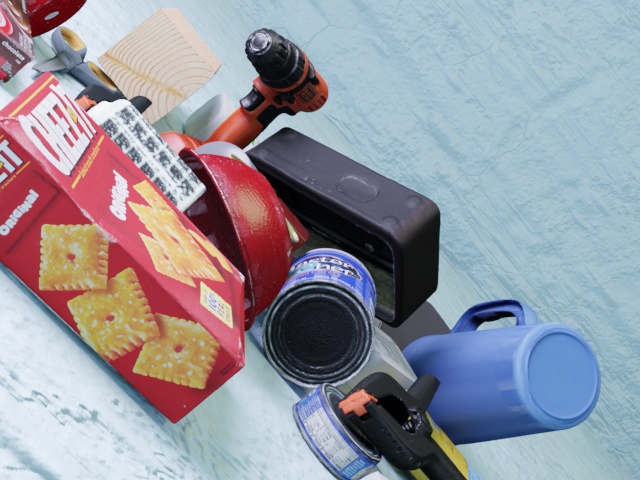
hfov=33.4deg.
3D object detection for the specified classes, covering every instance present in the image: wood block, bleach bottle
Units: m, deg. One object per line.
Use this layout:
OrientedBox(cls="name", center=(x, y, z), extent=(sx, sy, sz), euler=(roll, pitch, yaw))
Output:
OrientedBox(cls="wood block", center=(-0.176, -0.200, 1.205), extent=(0.091, 0.090, 0.206), euler=(52, 5, -12))
OrientedBox(cls="bleach bottle", center=(-0.067, -0.065, 1.347), extent=(0.250, 0.068, 0.102), euler=(50, 9, -23))

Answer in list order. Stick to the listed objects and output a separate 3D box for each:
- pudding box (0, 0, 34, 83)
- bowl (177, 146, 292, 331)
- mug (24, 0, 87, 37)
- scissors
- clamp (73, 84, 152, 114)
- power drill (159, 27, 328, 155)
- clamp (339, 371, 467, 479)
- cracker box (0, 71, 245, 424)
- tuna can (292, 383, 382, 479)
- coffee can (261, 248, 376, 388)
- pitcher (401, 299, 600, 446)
OrientedBox(cls="pudding box", center=(-0.280, -0.190, 0.866), extent=(0.090, 0.039, 0.113), euler=(43, 12, -38))
OrientedBox(cls="bowl", center=(-0.067, -0.008, 0.898), extent=(0.162, 0.055, 0.162), euler=(54, -25, 40))
OrientedBox(cls="mug", center=(-0.265, -0.241, 0.967), extent=(0.081, 0.093, 0.117), euler=(56, -8, 1))
OrientedBox(cls="scissors", center=(-0.236, -0.160, 1.039), extent=(0.096, 0.016, 0.202), euler=(47, 10, -24))
OrientedBox(cls="clamp", center=(-0.187, -0.112, 1.014), extent=(0.120, 0.039, 0.171), euler=(55, 10, 28))
OrientedBox(cls="power drill", center=(-0.087, -0.137, 1.137), extent=(0.057, 0.188, 0.184), euler=(56, 9, 19))
OrientedBox(cls="clamp", center=(0.082, 0.167, 0.989), extent=(0.209, 0.036, 0.164), euler=(38, 25, -44))
OrientedBox(cls="cracker box", center=(-0.141, -0.003, 0.710), extent=(0.213, 0.072, 0.164), euler=(48, 9, -16))
OrientedBox(cls="tuna can", center=(0.016, 0.167, 0.930), extent=(0.086, 0.034, 0.086), euler=(49, 9, -12))
OrientedBox(cls="coffee can", center=(0.002, 0.071, 1.020), extent=(0.103, 0.103, 0.140), euler=(50, 10, -6))
OrientedBox(cls="pitcher", center=(0.191, 0.146, 1.163), extent=(0.243, 0.144, 0.149), euler=(-25, -97, 62))
